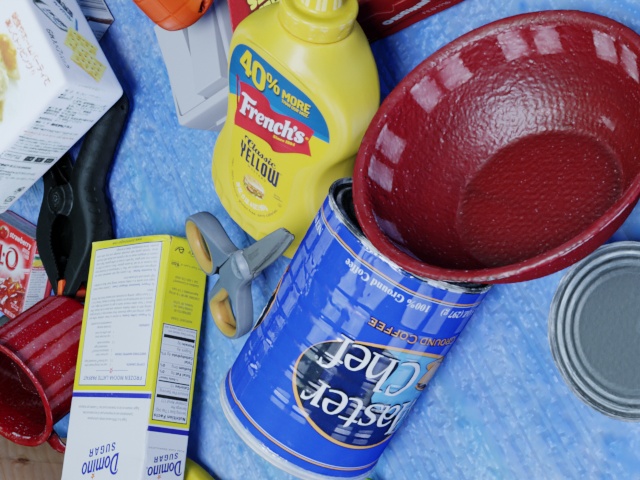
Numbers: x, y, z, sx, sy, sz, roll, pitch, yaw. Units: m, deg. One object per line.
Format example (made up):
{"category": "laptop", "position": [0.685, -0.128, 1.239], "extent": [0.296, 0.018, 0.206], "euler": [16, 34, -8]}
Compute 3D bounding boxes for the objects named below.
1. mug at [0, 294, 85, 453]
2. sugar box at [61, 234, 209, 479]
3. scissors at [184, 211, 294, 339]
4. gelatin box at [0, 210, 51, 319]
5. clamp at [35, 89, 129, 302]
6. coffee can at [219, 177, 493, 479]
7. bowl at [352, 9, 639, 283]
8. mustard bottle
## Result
{"category": "mug", "position": [-0.203, 0.104, 0.803], "extent": [0.093, 0.081, 0.117], "euler": [-20, 104, 41]}
{"category": "sugar box", "position": [-0.130, 0.087, 0.752], "extent": [0.094, 0.048, 0.176], "euler": [-6, 76, 43]}
{"category": "scissors", "position": [-0.054, 0.001, 0.651], "extent": [0.096, 0.016, 0.202], "euler": [62, 158, 18]}
{"category": "gelatin box", "position": [-0.261, 0.020, 0.902], "extent": [0.089, 0.030, 0.073], "euler": [25, 105, 40]}
{"category": "clamp", "position": [-0.186, -0.039, 0.832], "extent": [0.120, 0.039, 0.171], "euler": [-13, 83, 46]}
{"category": "coffee can", "position": [0.019, 0.051, 0.595], "extent": [0.103, 0.102, 0.140], "euler": [46, 118, 34]}
{"category": "bowl", "position": [0.099, -0.036, 0.530], "extent": [0.162, 0.055, 0.162], "euler": [-19, 48, 22]}
{"category": "mustard bottle", "position": [-0.012, -0.077, 0.603], "extent": [0.096, 0.058, 0.192], "euler": [44, 145, 21]}
